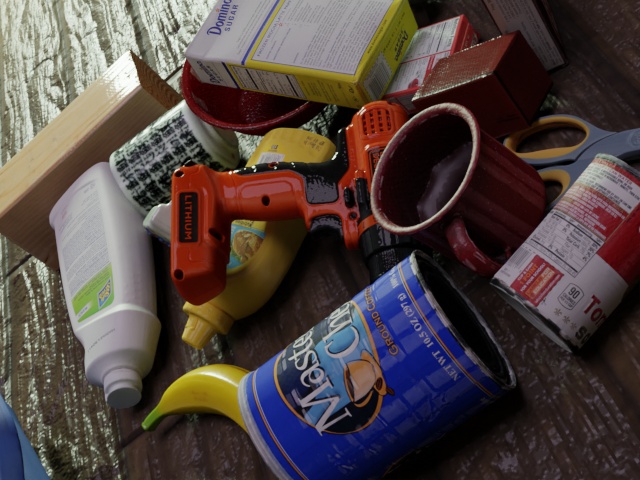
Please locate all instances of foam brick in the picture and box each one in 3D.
[{"bbox_3d":[0.118,-0.107,0.774,0.078,0.053,0.051,-13,36,46],"label":"foam brick"}]

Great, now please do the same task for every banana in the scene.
[{"bbox_3d":[-0.058,0.129,0.774,0.198,0.037,0.069,9,82,49],"label":"banana"}]

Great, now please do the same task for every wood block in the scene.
[{"bbox_3d":[-0.230,-0.080,1.076,0.206,0.090,0.090,-40,37,11],"label":"wood block"}]

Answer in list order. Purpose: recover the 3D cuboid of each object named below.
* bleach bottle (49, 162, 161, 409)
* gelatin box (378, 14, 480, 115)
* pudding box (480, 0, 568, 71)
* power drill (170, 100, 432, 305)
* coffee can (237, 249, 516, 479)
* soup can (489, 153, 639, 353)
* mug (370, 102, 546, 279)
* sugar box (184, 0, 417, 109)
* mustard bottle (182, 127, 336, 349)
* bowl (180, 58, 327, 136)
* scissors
[{"bbox_3d":[-0.190,0.046,0.952,0.103,0.068,0.251,-44,40,26],"label":"bleach bottle"},{"bbox_3d":[0.081,-0.138,0.869,0.089,0.030,0.073,-9,51,40],"label":"gelatin box"},{"bbox_3d":[0.139,-0.187,0.786,0.039,0.113,0.090,-26,43,21],"label":"pudding box"},{"bbox_3d":[-0.013,-0.005,0.776,0.188,0.057,0.184,-10,59,10],"label":"power drill"},{"bbox_3d":[0.034,0.088,0.661,0.140,0.102,0.103,-37,39,14],"label":"coffee can"},{"bbox_3d":[0.158,0.008,0.636,0.102,0.068,0.069,-49,37,0],"label":"soup can"},{"bbox_3d":[0.096,-0.022,0.692,0.093,0.081,0.117,-42,39,25],"label":"mug"},{"bbox_3d":[-0.018,-0.166,0.890,0.176,0.048,0.093,14,65,33],"label":"sugar box"},{"bbox_3d":[-0.055,0.001,0.860,0.096,0.058,0.191,12,67,50],"label":"mustard bottle"},{"bbox_3d":[-0.041,-0.148,0.951,0.162,0.055,0.162,-11,55,16],"label":"bowl"},{"bbox_3d":[0.195,-0.047,0.689,0.202,0.016,0.096,8,66,49],"label":"scissors"}]
